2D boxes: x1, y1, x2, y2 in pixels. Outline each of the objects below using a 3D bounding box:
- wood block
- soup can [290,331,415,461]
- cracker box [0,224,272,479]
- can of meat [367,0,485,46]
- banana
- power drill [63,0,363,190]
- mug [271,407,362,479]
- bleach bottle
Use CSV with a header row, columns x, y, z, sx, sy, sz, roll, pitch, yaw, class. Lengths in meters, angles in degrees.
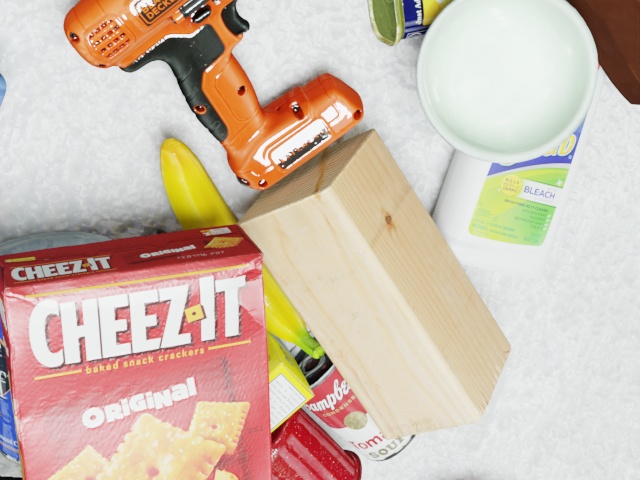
x,y,z,sx,sy,sz,roll,pitch,yaw,class
0.045,0.035,0.786,0.090,0.090,0.206,-20,112,37,wood block
0.026,0.123,0.857,0.068,0.068,0.102,-44,115,3,soup can
-0.117,0.109,0.701,0.164,0.072,0.214,-8,111,-20,cracker box
0.078,-0.198,0.759,0.083,0.057,0.102,-14,113,-12,can of meat
-0.063,0.005,0.791,0.037,0.070,0.197,-46,111,-28,banana
-0.049,-0.138,0.723,0.184,0.057,0.187,-34,125,10,power drill
-0.036,0.183,0.858,0.117,0.093,0.081,-25,116,37,mug
0.159,-0.102,0.815,0.102,0.068,0.251,11,103,-16,bleach bottle
